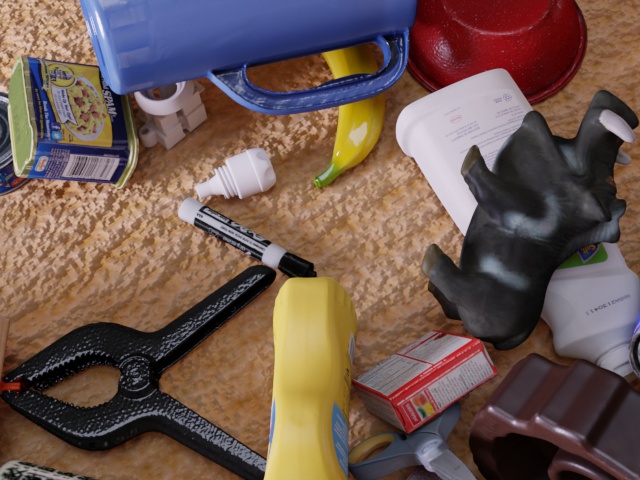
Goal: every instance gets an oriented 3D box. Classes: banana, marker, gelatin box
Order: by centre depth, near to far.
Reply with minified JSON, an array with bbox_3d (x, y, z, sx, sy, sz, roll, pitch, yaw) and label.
[{"bbox_3d":[0.069,0.094,0.723,0.073,0.089,0.030,-31,97,-13],"label":"gelatin box"},{"bbox_3d":[-0.055,0.001,0.818,0.121,0.020,0.020,28,67,17],"label":"marker"},{"bbox_3d":[0.014,-0.137,0.877,0.069,0.037,0.198,-8,62,-3],"label":"banana"}]

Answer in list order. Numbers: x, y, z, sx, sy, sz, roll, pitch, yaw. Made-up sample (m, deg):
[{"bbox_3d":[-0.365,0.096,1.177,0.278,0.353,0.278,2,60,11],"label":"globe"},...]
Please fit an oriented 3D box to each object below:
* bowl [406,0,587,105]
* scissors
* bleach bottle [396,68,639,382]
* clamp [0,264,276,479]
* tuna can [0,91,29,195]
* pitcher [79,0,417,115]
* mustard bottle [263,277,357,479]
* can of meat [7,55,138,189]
[{"bbox_3d":[0.144,-0.188,0.886,0.162,0.055,0.162,-2,61,3],"label":"bowl"},{"bbox_3d":[0.054,0.140,0.659,0.096,0.201,0.016,-33,96,10],"label":"scissors"},{"bbox_3d":[0.154,-0.005,0.784,0.102,0.068,0.251,-24,66,-5],"label":"bleach bottle"},{"bbox_3d":[-0.123,0.092,0.765,0.210,0.036,0.164,1,62,5],"label":"clamp"},{"bbox_3d":[-0.271,-0.079,0.868,0.086,0.034,0.086,-2,62,3],"label":"tuna can"},{"bbox_3d":[-0.053,-0.181,0.809,0.242,0.145,0.149,-17,45,-11],"label":"pitcher"},{"bbox_3d":[-0.007,0.125,0.689,0.058,0.096,0.191,0,52,4],"label":"mustard bottle"},{"bbox_3d":[-0.196,-0.094,0.838,0.083,0.058,0.102,3,57,-30],"label":"can of meat"}]
